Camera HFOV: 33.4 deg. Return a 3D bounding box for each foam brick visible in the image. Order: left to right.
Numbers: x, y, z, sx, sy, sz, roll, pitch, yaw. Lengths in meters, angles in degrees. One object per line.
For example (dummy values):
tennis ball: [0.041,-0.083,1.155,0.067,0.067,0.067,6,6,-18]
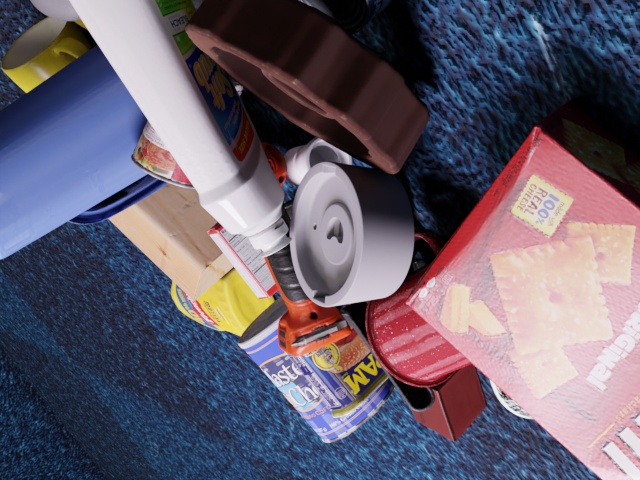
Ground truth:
foam brick: [0.116,0.141,1.013,0.053,0.051,0.078,25,148,41]

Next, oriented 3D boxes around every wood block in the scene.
wood block: [-0.174,-0.046,1.152,0.206,0.090,0.091,43,155,8]

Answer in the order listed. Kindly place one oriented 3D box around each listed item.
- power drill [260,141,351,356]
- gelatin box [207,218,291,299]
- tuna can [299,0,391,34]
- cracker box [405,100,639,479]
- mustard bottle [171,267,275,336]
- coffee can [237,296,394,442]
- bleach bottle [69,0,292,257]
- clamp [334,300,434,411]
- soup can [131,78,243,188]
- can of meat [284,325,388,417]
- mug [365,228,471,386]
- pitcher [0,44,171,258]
power drill: [-0.042,0.005,0.947,0.184,0.057,0.187,180,67,-80]
gelatin box: [-0.057,0.001,1.052,0.089,0.073,0.030,52,156,-13]
tuna can: [0.009,-0.182,0.711,0.086,0.033,0.086,37,154,21]
cracker box: [0.180,0.046,0.662,0.214,0.072,0.164,42,127,12]
mustard bottle: [-0.130,0.067,1.291,0.192,0.058,0.096,6,134,56]
coffee can: [-0.004,0.126,1.122,0.140,0.102,0.103,50,156,-8]
bleach bottle: [-0.094,-0.103,0.809,0.068,0.102,0.251,-26,102,21]
clamp: [0.031,0.057,0.966,0.164,0.036,0.210,65,169,-26]
soup can: [-0.115,-0.105,0.930,0.068,0.102,0.068,23,-165,-7]
can of meat: [0.027,0.108,1.050,0.084,0.102,0.058,51,155,-5]
mug: [0.091,0.046,0.813,0.082,0.093,0.117,-35,70,55]
pitcher: [-0.227,-0.083,0.992,0.149,0.242,0.145,57,159,-9]
